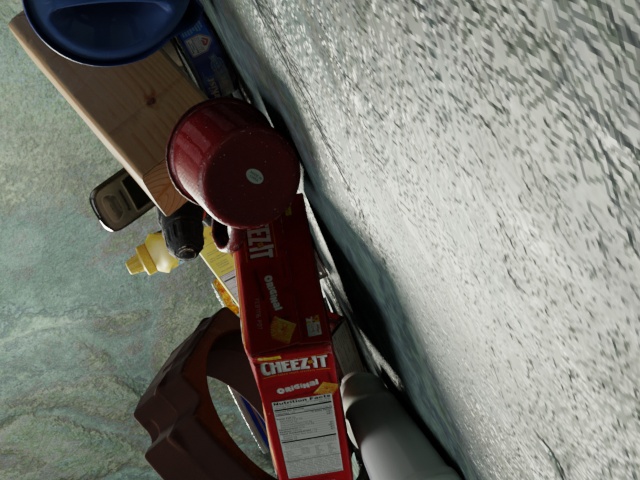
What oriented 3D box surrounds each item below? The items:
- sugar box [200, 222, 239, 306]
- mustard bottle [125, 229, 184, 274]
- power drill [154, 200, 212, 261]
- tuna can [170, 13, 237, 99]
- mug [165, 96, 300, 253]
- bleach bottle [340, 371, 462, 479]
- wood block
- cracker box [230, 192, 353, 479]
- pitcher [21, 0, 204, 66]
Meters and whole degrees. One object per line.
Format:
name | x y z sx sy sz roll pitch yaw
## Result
sugar box | -0.084 0.036 1.320 0.176 0.048 0.093 52 -150 -15
mustard bottle | -0.165 -0.006 1.398 0.058 0.191 0.096 63 174 -5
power drill | -0.113 -0.019 1.178 0.187 0.057 0.184 41 -154 -43
tuna can | -0.107 -0.166 0.958 0.086 0.033 0.086 61 174 11
mug | -0.067 -0.047 0.830 0.082 0.093 0.117 -139 56 -61
bleach bottle | 0.061 0.181 0.938 0.251 0.068 0.102 -123 12 -64
wood block | -0.175 -0.134 0.955 0.206 0.090 0.090 48 172 20
cracker box | -0.025 0.093 0.914 0.214 0.072 0.164 81 178 -47
pitcher | -0.201 -0.259 0.869 0.243 0.145 0.149 -120 9 -47
